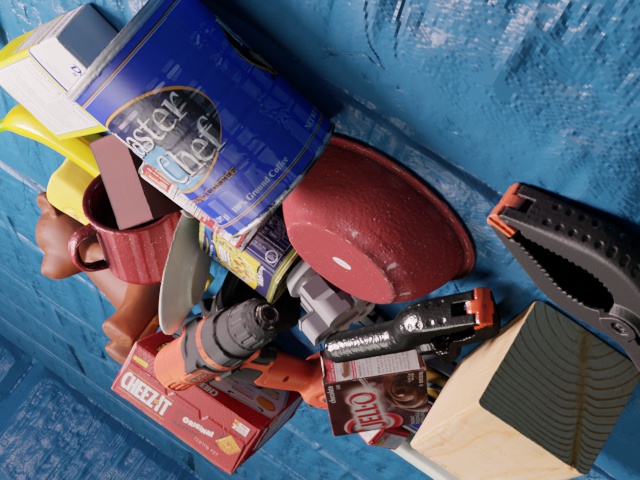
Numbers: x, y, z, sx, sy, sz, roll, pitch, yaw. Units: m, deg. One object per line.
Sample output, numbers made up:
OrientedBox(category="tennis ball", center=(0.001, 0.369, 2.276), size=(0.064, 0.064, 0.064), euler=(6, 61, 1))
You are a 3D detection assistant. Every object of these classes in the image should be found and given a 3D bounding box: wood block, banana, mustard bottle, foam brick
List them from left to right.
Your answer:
OrientedBox(category="banana", center=(-0.226, -0.081, 1.032), size=(0.198, 0.037, 0.070), euler=(33, 154, -1))
OrientedBox(category="mustard bottle", center=(-0.191, -0.011, 1.108), size=(0.191, 0.058, 0.096), euler=(36, 161, -1))
OrientedBox(category="foam brick", center=(-0.145, -0.055, 0.881), size=(0.051, 0.052, 0.078), euler=(-16, 95, 47))
OrientedBox(category="wood block", center=(0.149, 0.131, 0.817), size=(0.090, 0.090, 0.206), euler=(34, 160, 3))

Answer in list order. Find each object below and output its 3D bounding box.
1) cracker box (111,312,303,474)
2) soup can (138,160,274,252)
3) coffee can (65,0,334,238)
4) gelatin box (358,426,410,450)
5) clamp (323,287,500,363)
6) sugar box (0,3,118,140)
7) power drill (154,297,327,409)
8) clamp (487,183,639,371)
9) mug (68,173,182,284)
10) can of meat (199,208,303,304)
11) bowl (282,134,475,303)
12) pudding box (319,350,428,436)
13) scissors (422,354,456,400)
OrientedBox(category="cracker box", center=(-0.115, 0.163, 1.208), size=(0.164, 0.072, 0.213), euler=(33, -165, 10))
OrientedBox(category="soup can", center=(-0.082, -0.047, 0.830), size=(0.102, 0.068, 0.069), euler=(37, 160, -1))
OrientedBox(category="coffee can", center=(-0.076, -0.085, 0.685), size=(0.140, 0.102, 0.103), euler=(41, 160, -15))
OrientedBox(category="gelatin box", center=(0.045, 0.178, 1.120), size=(0.089, 0.030, 0.073), euler=(45, -173, 29))
OrientedBox(category="clamp", center=(0.092, 0.071, 0.824), size=(0.120, 0.039, 0.172), euler=(-1, 167, -31))
OrientedBox(category="sugar box", center=(-0.201, -0.133, 0.870), size=(0.093, 0.048, 0.177), euler=(46, 154, -26))
OrientedBox(category="power drill", center=(-0.038, 0.106, 0.989), size=(0.187, 0.057, 0.185), euler=(15, 153, -31))
OrientedBox(category="clamp", center=(0.188, 0.045, 0.638), size=(0.210, 0.036, 0.165), euler=(36, 160, 7))
OrientedBox(category="mug", center=(-0.175, -0.008, 0.979), size=(0.093, 0.117, 0.081), euler=(45, 154, 35))
OrientedBox(category="can of meat", center=(-0.056, 0.001, 0.915), size=(0.084, 0.057, 0.102), euler=(36, 161, 5))
OrientedBox(category="bowl", center=(0.029, -0.003, 0.767), size=(0.162, 0.055, 0.162), euler=(31, 159, 13))
OrientedBox(category="pudding box", center=(0.049, 0.132, 0.951), size=(0.090, 0.039, 0.113), euler=(-10, 144, 1))
OrientedBox(category="scissors", center=(0.074, 0.116, 1.019), size=(0.202, 0.016, 0.096), euler=(24, 155, 31))
